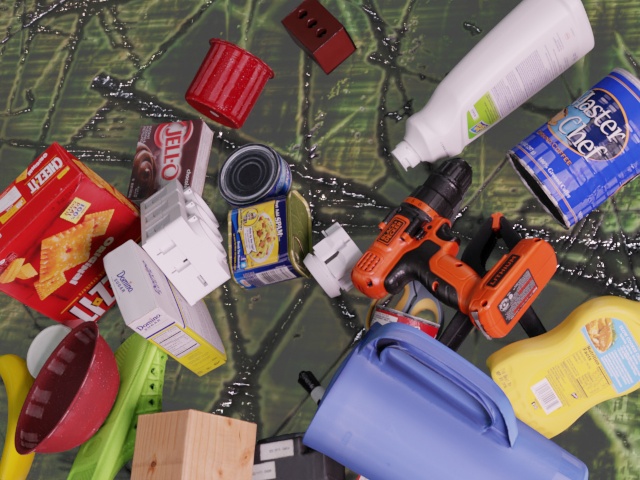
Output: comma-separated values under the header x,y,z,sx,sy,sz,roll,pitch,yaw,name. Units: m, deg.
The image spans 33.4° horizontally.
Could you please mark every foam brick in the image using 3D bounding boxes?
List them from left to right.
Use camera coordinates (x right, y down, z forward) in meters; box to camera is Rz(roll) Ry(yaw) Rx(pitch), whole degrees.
x,y,z,sx,sy,sz,roll,pitch,yaw,name
-0.002,-0.255,1.323,0.053,0.051,0.078,-42,56,1,foam brick

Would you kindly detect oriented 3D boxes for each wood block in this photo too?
x,y,z,sx,sy,sz,roll,pitch,yaw,name
-0.132,0.278,1.047,0.091,0.090,0.206,-14,64,42,wood block

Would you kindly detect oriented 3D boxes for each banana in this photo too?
x,y,z,sx,sy,sz,roll,pitch,yaw,name
-0.364,0.214,1.277,0.070,0.037,0.198,-32,54,28,banana

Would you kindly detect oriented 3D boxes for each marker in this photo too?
x,y,z,sx,sy,sz,roll,pitch,yaw,name
0.014,0.181,1.126,0.020,0.020,0.121,-43,56,0,marker

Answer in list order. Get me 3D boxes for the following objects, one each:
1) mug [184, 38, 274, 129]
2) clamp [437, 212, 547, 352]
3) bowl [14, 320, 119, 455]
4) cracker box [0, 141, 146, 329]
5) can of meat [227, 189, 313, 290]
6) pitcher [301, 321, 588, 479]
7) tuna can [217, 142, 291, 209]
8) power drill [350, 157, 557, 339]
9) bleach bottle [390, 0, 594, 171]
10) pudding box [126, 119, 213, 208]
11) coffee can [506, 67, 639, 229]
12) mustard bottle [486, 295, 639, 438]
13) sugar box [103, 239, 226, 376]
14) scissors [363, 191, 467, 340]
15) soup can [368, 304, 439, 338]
x,y,z,sx,sy,sz,roll,pitch,yaw,name
-0.121,-0.193,1.335,0.081,0.093,0.117,-62,27,-7,mug
0.172,0.055,1.102,0.120,0.039,0.171,-8,57,12,clamp
-0.269,0.171,1.169,0.162,0.055,0.162,-41,29,28,bowl
-0.290,0.005,1.234,0.164,0.213,0.072,-44,58,0,cracker box
-0.058,0.002,1.224,0.084,0.057,0.102,-14,61,20,can of meat
0.117,0.182,0.967,0.243,0.149,0.145,30,88,9,pitcher
-0.080,-0.074,1.283,0.086,0.033,0.086,-10,62,20,tuna can
0.144,0.007,1.089,0.188,0.057,0.184,26,73,45,power drill
0.179,-0.171,1.169,0.251,0.102,0.068,-39,52,2,bleach bottle
-0.188,-0.094,1.339,0.090,0.039,0.113,-4,65,22,pudding box
0.276,-0.093,1.087,0.140,0.102,0.103,-38,57,4,coffee can
0.260,0.107,1.008,0.192,0.096,0.058,-31,14,8,mustard bottle
-0.168,0.077,1.165,0.048,0.176,0.093,-32,58,7,sugar box
0.127,0.034,1.147,0.096,0.016,0.201,39,86,32,scissors
0.074,0.124,1.087,0.069,0.068,0.102,16,86,30,soup can
